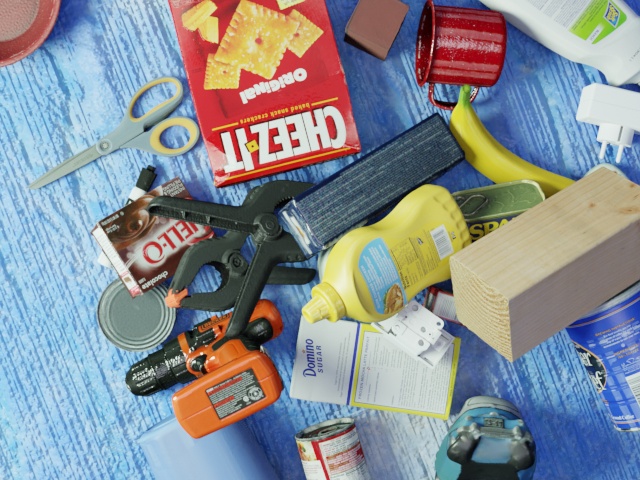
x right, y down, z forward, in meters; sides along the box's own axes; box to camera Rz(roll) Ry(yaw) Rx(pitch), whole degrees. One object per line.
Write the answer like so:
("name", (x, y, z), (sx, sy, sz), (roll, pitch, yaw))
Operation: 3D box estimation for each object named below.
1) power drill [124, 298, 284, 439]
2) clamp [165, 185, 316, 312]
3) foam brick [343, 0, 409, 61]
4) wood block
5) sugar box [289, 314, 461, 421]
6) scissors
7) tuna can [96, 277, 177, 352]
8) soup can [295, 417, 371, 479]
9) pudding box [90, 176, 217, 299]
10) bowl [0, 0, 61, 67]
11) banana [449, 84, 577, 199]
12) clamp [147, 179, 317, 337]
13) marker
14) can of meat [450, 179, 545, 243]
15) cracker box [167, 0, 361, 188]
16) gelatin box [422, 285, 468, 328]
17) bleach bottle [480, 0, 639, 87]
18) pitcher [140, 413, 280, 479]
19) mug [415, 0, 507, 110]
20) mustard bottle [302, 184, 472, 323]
("power drill", (-0.117, 0.134, 1.098), (0.184, 0.188, 0.057), (-28, 108, -2))
("clamp", (-0.095, 0.015, 1.141), (0.171, 0.039, 0.120), (-21, 82, -32))
("foam brick", (0.059, -0.231, 1.141), (0.051, 0.078, 0.053), (27, 91, 0))
("wood block", (0.241, 0.021, 1.084), (0.205, 0.090, 0.091), (-30, 132, -19))
("sugar box", (0.059, 0.138, 1.169), (0.176, 0.048, 0.093), (9, 87, 2))
("scissors", (-0.216, -0.095, 1.172), (0.202, 0.016, 0.096), (-44, 92, 1))
("tuna can", (-0.200, 0.078, 1.169), (0.086, 0.034, 0.086), (0, 92, -1))
("soup can", (0.019, 0.252, 1.162), (0.068, 0.068, 0.102), (-16, 93, 0))
("pudding box", (-0.175, -0.003, 1.142), (0.113, 0.039, 0.090), (-34, 92, -29))
("bowl", (-0.353, -0.262, 1.144), (0.162, 0.055, 0.162), (0, 92, -1))
("banana", (0.207, -0.085, 1.157), (0.197, 0.070, 0.037), (37, 57, -11))
("clamp", (-0.057, 0.001, 1.117), (0.209, 0.036, 0.164), (-20, 76, -30))
("marker", (-0.211, -0.027, 1.173), (0.020, 0.020, 0.121), (26, 91, -2))
("can of meat", (0.190, -0.010, 1.146), (0.102, 0.057, 0.084), (-10, 124, 0))
("cracker box", (-0.060, -0.178, 1.143), (0.164, 0.072, 0.214), (-14, 92, -1))
("gelatin box", (0.160, 0.077, 1.155), (0.089, 0.073, 0.030), (17, 92, -2))
("bleach bottle", (0.267, -0.242, 1.152), (0.251, 0.068, 0.102), (39, 90, -4))
("pitcher", (-0.100, 0.294, 1.140), (0.149, 0.145, 0.243), (-28, 89, -12))
("mug", (0.148, -0.196, 1.143), (0.081, 0.093, 0.117), (4, 111, -6))
("mustard bottle", (0.062, 0.027, 1.073), (0.191, 0.058, 0.096), (-32, 114, -22))
